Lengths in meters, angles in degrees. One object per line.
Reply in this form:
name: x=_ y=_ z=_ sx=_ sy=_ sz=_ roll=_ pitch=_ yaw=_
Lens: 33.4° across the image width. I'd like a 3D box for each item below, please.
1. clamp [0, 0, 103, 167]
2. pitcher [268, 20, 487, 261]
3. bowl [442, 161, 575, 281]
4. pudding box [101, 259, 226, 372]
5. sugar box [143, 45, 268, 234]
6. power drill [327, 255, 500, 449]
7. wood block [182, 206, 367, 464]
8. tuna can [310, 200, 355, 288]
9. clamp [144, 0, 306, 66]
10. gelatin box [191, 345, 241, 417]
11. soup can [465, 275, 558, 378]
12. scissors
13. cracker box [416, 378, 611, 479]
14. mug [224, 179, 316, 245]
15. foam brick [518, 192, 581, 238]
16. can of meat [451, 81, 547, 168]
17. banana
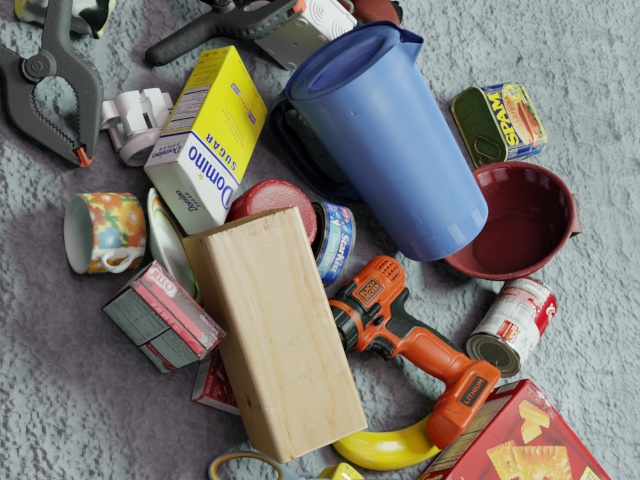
clamp: x=-0.272 y=-0.162 z=0.986 sx=0.164 sy=0.036 sz=0.210 roll=-18 pitch=102 yaw=-3
pitcher: x=0.068 y=-0.093 z=1.119 sx=0.145 sy=0.149 sz=0.242 roll=-44 pitch=119 yaw=-18
bowl: x=0.209 y=-0.011 z=1.207 sx=0.055 sy=0.162 sz=0.162 roll=61 pitch=38 yaw=-50
pudding box: x=-0.141 y=0.070 z=0.949 sx=0.090 sy=0.114 sz=0.039 roll=48 pitch=61 yaw=-7
sugar box: x=-0.107 y=-0.100 z=1.044 sx=0.176 sy=0.048 sz=0.093 roll=-76 pitch=147 yaw=-42
power drill: x=0.077 y=0.120 z=1.078 sx=0.187 sy=0.057 sz=0.184 roll=42 pitch=50 yaw=5
wood block: x=-0.042 y=0.081 z=0.956 sx=0.090 sy=0.091 sz=0.206 roll=-20 pitch=97 yaw=-20
tuna can: x=0.000 y=0.003 z=1.083 sx=0.033 sy=0.086 sz=0.086 roll=15 pitch=63 yaw=-25
clamp: x=-0.102 y=-0.229 z=1.095 sx=0.039 sy=0.172 sz=0.120 roll=46 pitch=52 yaw=-63
gelatin box: x=-0.077 y=0.121 z=1.021 sx=0.073 sy=0.030 sz=0.089 roll=24 pitch=60 yaw=-23
soup can: x=0.214 y=0.095 z=1.190 sx=0.068 sy=0.069 sz=0.102 roll=46 pitch=54 yaw=-8
scissors: x=-0.009 y=0.241 z=0.958 sx=0.202 sy=0.016 sz=0.096 roll=11 pitch=65 yaw=9
cracker box: x=0.195 y=0.271 z=1.103 sx=0.164 sy=0.072 sz=0.213 roll=52 pitch=54 yaw=-3
mug: x=-0.057 y=0.001 z=1.051 sx=0.093 sy=0.082 sz=0.117 roll=15 pitch=63 yaw=-27
foam brick: x=0.265 y=-0.026 z=1.283 sx=0.078 sy=0.053 sz=0.051 roll=2 pitch=70 yaw=-30
can of meat: x=0.219 y=-0.141 z=1.300 sx=0.083 sy=0.058 sz=0.102 roll=-16 pitch=80 yaw=-39
banana: x=0.089 y=0.195 z=1.090 sx=0.197 sy=0.037 sz=0.069 roll=-4 pitch=73 yaw=-33
